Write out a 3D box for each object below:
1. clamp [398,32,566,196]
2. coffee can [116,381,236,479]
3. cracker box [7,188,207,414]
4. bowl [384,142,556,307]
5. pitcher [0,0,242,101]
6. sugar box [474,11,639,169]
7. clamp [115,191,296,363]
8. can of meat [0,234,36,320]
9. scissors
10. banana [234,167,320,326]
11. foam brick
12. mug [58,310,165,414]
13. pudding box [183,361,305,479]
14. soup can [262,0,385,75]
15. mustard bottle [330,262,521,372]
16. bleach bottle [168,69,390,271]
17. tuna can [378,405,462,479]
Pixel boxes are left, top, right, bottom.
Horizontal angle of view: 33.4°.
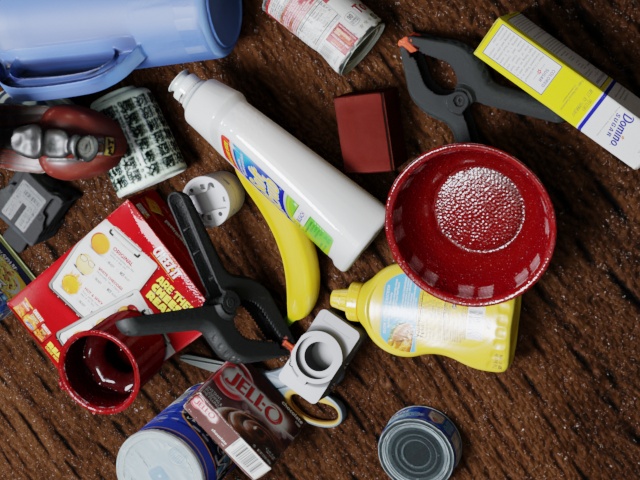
[{"bbox_3d":[0.148,-0.138,1.014,0.120,0.039,0.171,-36,94,25],"label":"clamp"},{"bbox_3d":[-0.144,0.228,1.171,0.103,0.140,0.103,6,106,19],"label":"coffee can"},{"bbox_3d":[-0.221,0.070,1.195,0.214,0.072,0.164,-37,91,24],"label":"cracker box"},{"bbox_3d":[0.145,-0.021,1.010,0.162,0.055,0.162,7,112,17],"label":"bowl"},{"bbox_3d":[-0.209,-0.223,1.074,0.243,0.144,0.149,0,101,18],"label":"pitcher"},{"bbox_3d":[0.227,-0.136,0.954,0.176,0.093,0.048,40,115,7],"label":"sugar box"},{"bbox_3d":[-0.110,0.072,1.094,0.036,0.164,0.209,-15,130,45],"label":"clamp"},{"bbox_3d":[-0.391,0.047,1.247,0.058,0.083,0.102,-40,89,25],"label":"can of meat"},{"bbox_3d":[-0.057,0.138,1.182,0.202,0.016,0.096,27,111,12],"label":"scissors"},{"bbox_3d":[-0.040,0.002,1.125,0.070,0.037,0.198,-9,101,23],"label":"banana"},{"bbox_3d":[0.050,-0.109,1.052,0.051,0.053,0.078,-5,102,22],"label":"foam brick"},{"bbox_3d":[-0.225,0.129,1.129,0.117,0.081,0.093,-27,97,23],"label":"mug"},{"bbox_3d":[-0.080,0.187,1.146,0.113,0.089,0.039,49,126,-2],"label":"pudding box"},{"bbox_3d":[0.003,-0.217,1.031,0.102,0.068,0.069,42,115,5],"label":"soup can"},{"bbox_3d":[0.102,0.071,1.078,0.192,0.058,0.096,7,97,19],"label":"mustard bottle"},{"bbox_3d":[-0.047,-0.078,1.063,0.251,0.103,0.068,40,75,4],"label":"bleach bottle"},{"bbox_3d":[0.105,0.221,1.132,0.086,0.033,0.086,6,107,19],"label":"tuna can"}]
